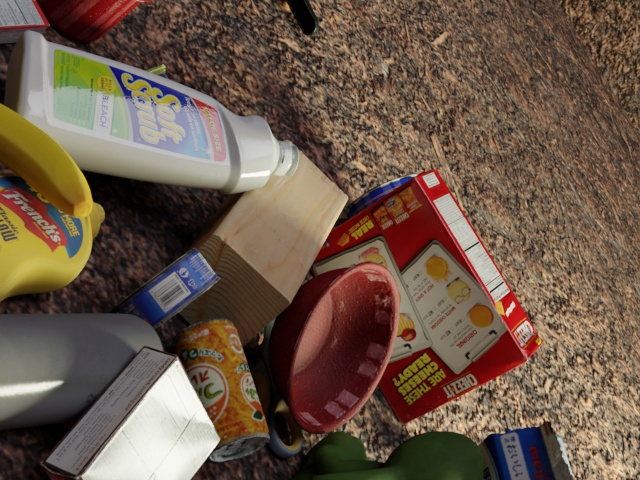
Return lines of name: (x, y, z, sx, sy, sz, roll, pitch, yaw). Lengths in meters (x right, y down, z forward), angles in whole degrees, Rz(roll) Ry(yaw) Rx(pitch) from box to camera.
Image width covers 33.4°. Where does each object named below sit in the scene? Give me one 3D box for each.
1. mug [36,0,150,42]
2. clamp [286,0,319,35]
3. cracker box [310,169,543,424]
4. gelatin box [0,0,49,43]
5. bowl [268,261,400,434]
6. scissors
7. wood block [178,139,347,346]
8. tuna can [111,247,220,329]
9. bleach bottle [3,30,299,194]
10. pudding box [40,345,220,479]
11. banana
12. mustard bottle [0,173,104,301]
mug: (-0.221, -0.250, 1.004, 0.117, 0.082, 0.093, 55, 29, -4)
clamp: (-0.058, -0.370, 1.422, 0.164, 0.036, 0.210, 41, 32, -26)
cracker box: (0.103, 0.058, 1.107, 0.214, 0.164, 0.072, 59, 31, 4)
gelatin box: (-0.285, -0.205, 0.914, 0.073, 0.030, 0.089, 59, 29, 2)
bowl: (0.004, 0.088, 0.951, 0.055, 0.162, 0.161, 20, 9, 33)
scissors: (-0.038, 0.121, 0.982, 0.096, 0.016, 0.201, 50, 29, -16)
wood block: (-0.057, 0.001, 0.985, 0.090, 0.091, 0.205, 43, 31, -8)
tuna can: (-0.124, 0.043, 0.853, 0.034, 0.086, 0.086, 53, 29, -3)
bleach bottle: (-0.136, -0.098, 0.905, 0.250, 0.068, 0.102, 10, 64, -27)
pudding box: (-0.125, 0.143, 0.725, 0.113, 0.039, 0.090, -52, 136, -36)
banana: (-0.240, -0.073, 0.783, 0.198, 0.037, 0.069, 28, 32, 8)
mustard bottle: (-0.222, -0.003, 0.777, 0.096, 0.058, 0.191, 49, 27, 10)
